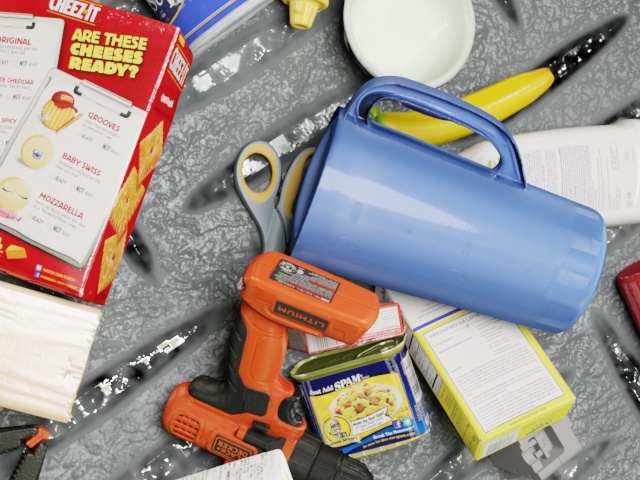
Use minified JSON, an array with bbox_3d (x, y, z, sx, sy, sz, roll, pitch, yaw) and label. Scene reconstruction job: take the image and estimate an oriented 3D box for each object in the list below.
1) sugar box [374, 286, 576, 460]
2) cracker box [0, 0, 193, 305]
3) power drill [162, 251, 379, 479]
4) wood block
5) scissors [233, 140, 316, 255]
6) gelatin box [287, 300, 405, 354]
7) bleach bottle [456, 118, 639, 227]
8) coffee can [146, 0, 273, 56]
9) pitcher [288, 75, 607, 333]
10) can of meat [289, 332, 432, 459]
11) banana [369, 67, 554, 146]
[{"bbox_3d":[0.128,0.089,0.912,0.093,0.048,0.176,-21,59,-17],"label":"sugar box"},{"bbox_3d":[-0.210,-0.077,0.816,0.164,0.072,0.213,18,82,7],"label":"cracker box"},{"bbox_3d":[-0.020,0.115,0.839,0.184,0.057,0.188,23,117,2],"label":"power drill"},{"bbox_3d":[-0.281,0.065,0.801,0.206,0.091,0.090,18,82,-16],"label":"wood block"},{"bbox_3d":[-0.056,0.001,0.915,0.096,0.016,0.201,30,79,-13],"label":"scissors"},{"bbox_3d":[0.017,0.073,0.906,0.089,0.073,0.030,-10,92,-19],"label":"gelatin box"},{"bbox_3d":[0.177,-0.057,0.970,0.250,0.068,0.102,-3,87,-16],"label":"bleach bottle"},{"bbox_3d":[-0.108,-0.233,0.862,0.102,0.103,0.140,-38,99,-16],"label":"coffee can"},{"bbox_3d":[0.104,-0.019,0.859,0.242,0.149,0.145,18,68,-5],"label":"pitcher"},{"bbox_3d":[0.036,0.134,0.904,0.102,0.057,0.084,-17,97,13],"label":"can of meat"},{"bbox_3d":[0.118,-0.111,0.949,0.197,0.070,0.037,-17,79,-25],"label":"banana"}]
